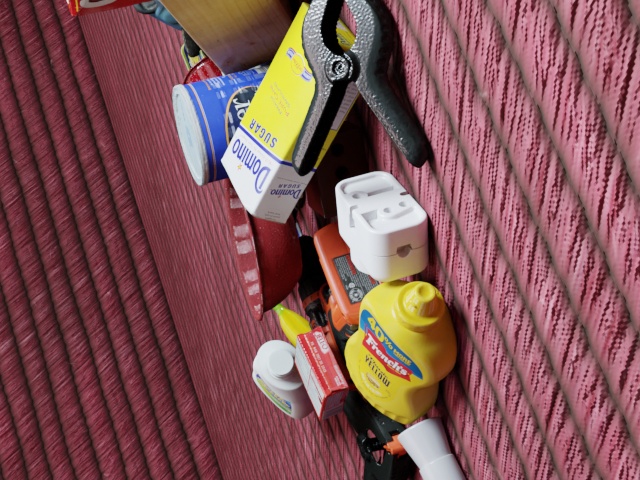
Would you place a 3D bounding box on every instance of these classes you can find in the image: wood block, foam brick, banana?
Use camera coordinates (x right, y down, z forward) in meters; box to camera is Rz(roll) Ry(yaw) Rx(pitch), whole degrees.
[{"bbox_3d":[-0.090,-0.240,0.999,0.206,0.090,0.091,41,-151,-74],"label":"wood block"},{"bbox_3d":[0.013,-0.069,1.008,0.051,0.053,0.078,-141,37,-67],"label":"foam brick"},{"bbox_3d":[-0.010,0.126,1.291,0.069,0.037,0.198,34,179,-29],"label":"banana"}]

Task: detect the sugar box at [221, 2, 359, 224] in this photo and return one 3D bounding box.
[{"bbox_3d":[-0.024,-0.112,0.954,0.176,0.048,0.093,-58,39,25],"label":"sugar box"}]

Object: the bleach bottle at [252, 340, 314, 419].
[{"bbox_3d":[-0.045,0.161,1.308,0.102,0.068,0.251,44,171,12],"label":"bleach bottle"}]

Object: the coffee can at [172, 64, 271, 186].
[{"bbox_3d":[-0.068,-0.121,1.076,0.103,0.140,0.103,164,90,-76],"label":"coffee can"}]

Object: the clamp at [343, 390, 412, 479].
[{"bbox_3d":[0.062,0.232,1.171,0.210,0.036,0.164,168,87,-75],"label":"clamp"}]

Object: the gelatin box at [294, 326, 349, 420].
[{"bbox_3d":[0.001,0.140,1.118,0.089,0.030,0.073,98,149,-64],"label":"gelatin box"}]

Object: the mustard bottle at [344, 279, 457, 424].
[{"bbox_3d":[0.073,0.087,0.926,0.096,0.058,0.192,50,156,19],"label":"mustard bottle"}]

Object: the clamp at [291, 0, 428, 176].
[{"bbox_3d":[0.032,-0.131,0.848,0.039,0.120,0.171,-26,-61,-63],"label":"clamp"}]

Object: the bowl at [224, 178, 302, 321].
[{"bbox_3d":[-0.057,0.001,1.130,0.162,0.055,0.162,168,90,-79],"label":"bowl"}]

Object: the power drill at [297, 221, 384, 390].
[{"bbox_3d":[0.019,0.050,1.107,0.188,0.057,0.184,102,145,-67],"label":"power drill"}]

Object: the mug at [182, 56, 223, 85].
[{"bbox_3d":[-0.104,-0.177,1.290,0.117,0.093,0.081,-49,55,30],"label":"mug"}]
